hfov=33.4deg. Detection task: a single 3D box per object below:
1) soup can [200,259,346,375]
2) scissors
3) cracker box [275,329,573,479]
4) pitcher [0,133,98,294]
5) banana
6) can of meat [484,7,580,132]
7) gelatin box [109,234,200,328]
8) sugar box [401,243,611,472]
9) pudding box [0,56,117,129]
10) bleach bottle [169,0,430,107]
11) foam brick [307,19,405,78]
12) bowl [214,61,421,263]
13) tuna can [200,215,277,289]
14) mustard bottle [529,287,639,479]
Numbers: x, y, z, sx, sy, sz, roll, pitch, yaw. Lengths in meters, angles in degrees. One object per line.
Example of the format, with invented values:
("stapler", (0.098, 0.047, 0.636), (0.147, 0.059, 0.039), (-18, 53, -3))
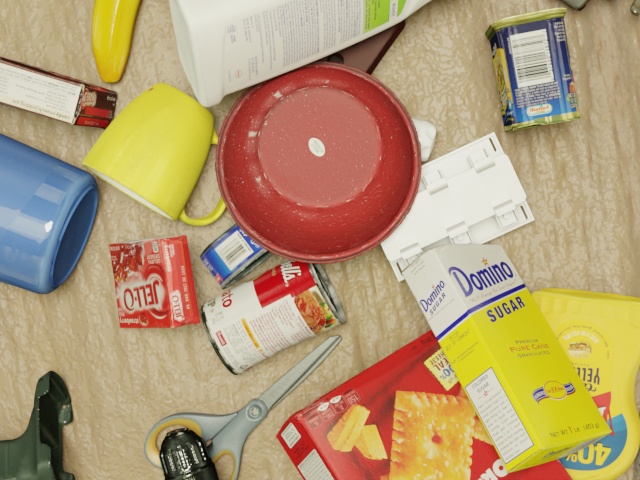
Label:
("soup can", (-0.039, 0.060, 0.879), (0.102, 0.068, 0.068), (-27, 90, 7))
("scissors", (-0.075, 0.141, 0.912), (0.096, 0.016, 0.202), (33, 93, 5))
("cracker box", (0.094, 0.188, 0.814), (0.164, 0.072, 0.214), (-28, 74, -26))
("pitcher", (-0.316, -0.037, 0.880), (0.243, 0.149, 0.145), (21, 73, 1))
("banana", (-0.143, -0.227, 0.891), (0.069, 0.037, 0.198), (39, 96, 3))
("can of meat", (0.166, -0.130, 0.834), (0.057, 0.102, 0.084), (-10, 94, 6))
("gelatin box", (-0.139, 0.035, 0.881), (0.030, 0.089, 0.073), (-9, 93, -39))
("sugar box", (0.141, 0.084, 0.816), (0.048, 0.093, 0.176), (-44, 61, 37))
("pudding box", (-0.234, -0.124, 0.878), (0.113, 0.090, 0.039), (15, 94, 5))
("bleach bottle", (0.016, -0.184, 0.799), (0.250, 0.102, 0.068), (-19, 59, -11))
("foam brick", (0.027, -0.162, 0.870), (0.053, 0.051, 0.078), (35, 95, 3))
("bowl", (-0.001, -0.065, 0.807), (0.162, 0.055, 0.162), (0, 82, -1))
("tuna can", (-0.056, 0.001, 0.869), (0.086, 0.086, 0.034), (-38, 87, 6))
("mustard bottle", (0.209, 0.138, 0.860), (0.096, 0.058, 0.191), (6, 94, 22))
